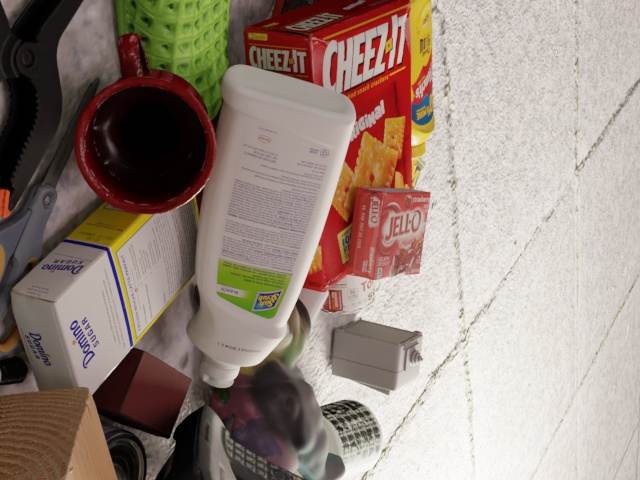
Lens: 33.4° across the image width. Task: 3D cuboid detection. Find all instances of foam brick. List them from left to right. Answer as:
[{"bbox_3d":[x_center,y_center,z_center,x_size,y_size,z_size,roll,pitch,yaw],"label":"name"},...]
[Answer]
[{"bbox_3d":[-0.145,0.113,0.817,0.078,0.053,0.051,46,60,-56],"label":"foam brick"}]

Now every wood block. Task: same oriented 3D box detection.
[{"bbox_3d":[-0.181,0.210,0.718,0.091,0.090,0.206,-89,172,-59],"label":"wood block"}]

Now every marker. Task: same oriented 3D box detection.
[{"bbox_3d":[-0.234,0.091,0.683,0.120,0.020,0.020,-6,105,-60],"label":"marker"}]

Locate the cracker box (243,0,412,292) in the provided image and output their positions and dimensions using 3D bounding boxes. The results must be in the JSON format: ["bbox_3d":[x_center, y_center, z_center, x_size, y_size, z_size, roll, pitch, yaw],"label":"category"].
[{"bbox_3d":[0.016,-0.087,0.895,0.163,0.072,0.214,-35,129,-51],"label":"cracker box"}]

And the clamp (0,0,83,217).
[{"bbox_3d":[-0.189,-0.121,0.669,0.164,0.036,0.210,-16,116,-58],"label":"clamp"}]

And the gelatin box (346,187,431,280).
[{"bbox_3d":[0.058,-0.007,0.891,0.089,0.030,0.073,-3,102,-59],"label":"gelatin box"}]

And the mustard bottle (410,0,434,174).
[{"bbox_3d":[0.076,-0.152,0.998,0.096,0.058,0.192,-49,140,-57],"label":"mustard bottle"}]

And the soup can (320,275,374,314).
[{"bbox_3d":[0.019,0.014,1.062,0.068,0.069,0.102,-41,134,-49],"label":"soup can"}]

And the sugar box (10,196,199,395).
[{"bbox_3d":[-0.148,0.026,0.773,0.176,0.048,0.093,-50,143,-46],"label":"sugar box"}]

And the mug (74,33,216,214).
[{"bbox_3d":[-0.121,-0.084,0.736,0.081,0.093,0.117,-104,-178,-72],"label":"mug"}]

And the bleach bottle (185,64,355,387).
[{"bbox_3d":[-0.055,0.001,0.809,0.068,0.102,0.251,-92,-161,-64],"label":"bleach bottle"}]

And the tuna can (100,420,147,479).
[{"bbox_3d":[-0.171,0.183,0.814,0.086,0.034,0.086,-30,125,-54],"label":"tuna can"}]

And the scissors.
[{"bbox_3d":[-0.199,-0.024,0.706,0.096,0.016,0.202,21,82,-64],"label":"scissors"}]
